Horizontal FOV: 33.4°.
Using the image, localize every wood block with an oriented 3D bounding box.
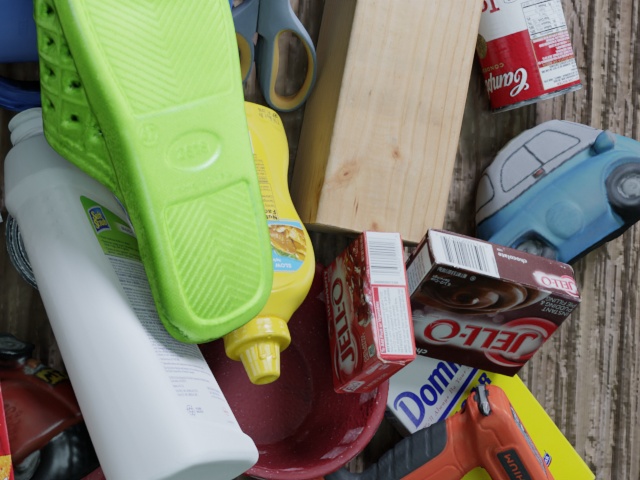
[{"bbox_3d":[0.045,-0.104,0.743,0.090,0.091,0.206,11,88,-17],"label":"wood block"}]

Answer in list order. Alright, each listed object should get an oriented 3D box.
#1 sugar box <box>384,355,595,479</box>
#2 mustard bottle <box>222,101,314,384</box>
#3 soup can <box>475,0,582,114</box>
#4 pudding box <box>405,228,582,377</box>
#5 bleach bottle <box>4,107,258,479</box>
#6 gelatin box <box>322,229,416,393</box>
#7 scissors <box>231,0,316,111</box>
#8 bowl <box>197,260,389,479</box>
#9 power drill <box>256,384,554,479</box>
[{"bbox_3d":[0.115,0.138,0.792,0.093,0.048,0.176,-41,103,-12],"label":"sugar box"},{"bbox_3d":[-0.055,0.001,0.688,0.096,0.058,0.191,-2,61,-24],"label":"mustard bottle"},{"bbox_3d":[0.146,-0.151,0.785,0.068,0.069,0.102,-18,96,-16],"label":"soup can"},{"bbox_3d":[0.104,0.044,0.721,0.113,0.090,0.039,16,42,-17],"label":"pudding box"},{"bbox_3d":[-0.126,0.032,0.638,0.068,0.102,0.251,-30,70,9],"label":"bleach bottle"},{"bbox_3d":[0.030,0.048,0.695,0.030,0.073,0.089,4,66,-21],"label":"gelatin box"},{"bbox_3d":[-0.048,-0.167,0.696,0.096,0.016,0.202,-7,133,1],"label":"scissors"},{"bbox_3d":[-0.037,0.089,0.724,0.162,0.055,0.162,10,63,-20],"label":"bowl"},{"bbox_3d":[0.072,0.198,0.743,0.188,0.057,0.184,-28,102,9],"label":"power drill"}]
